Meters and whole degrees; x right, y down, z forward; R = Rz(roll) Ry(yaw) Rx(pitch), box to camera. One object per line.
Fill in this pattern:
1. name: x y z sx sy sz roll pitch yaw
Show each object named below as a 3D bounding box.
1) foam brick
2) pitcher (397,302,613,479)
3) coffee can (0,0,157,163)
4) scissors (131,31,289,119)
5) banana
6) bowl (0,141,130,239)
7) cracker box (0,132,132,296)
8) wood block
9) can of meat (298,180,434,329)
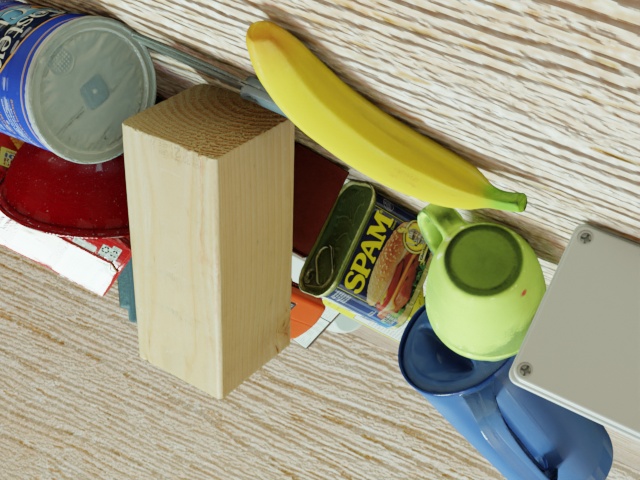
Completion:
1. foam brick: -0.018 -0.032 0.867 0.051 0.078 0.053 26 176 -3
2. pitcher: 0.189 0.162 1.024 0.145 0.149 0.242 8 147 49
3. coffee can: -0.202 -0.120 0.787 0.141 0.103 0.102 20 171 44
4. scissors: -0.030 -0.091 0.724 0.202 0.016 0.096 24 173 24
5. banana: 0.030 -0.067 0.618 0.197 0.037 0.070 28 154 -24
6. bowl: -0.181 -0.061 0.860 0.162 0.055 0.162 5 -153 -3
7. cracker box: -0.241 -0.070 1.001 0.164 0.072 0.213 29 -147 -19
8. wood block: -0.081 0.001 0.800 0.090 0.090 0.206 22 128 28
9. can of meat: 0.043 0.014 0.889 0.083 0.102 0.058 28 173 -30
